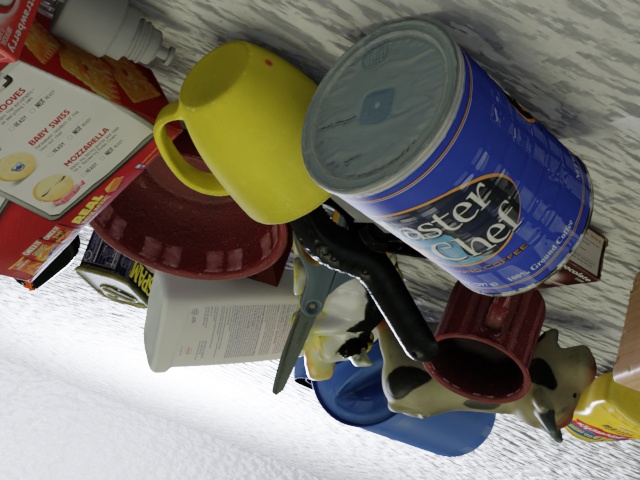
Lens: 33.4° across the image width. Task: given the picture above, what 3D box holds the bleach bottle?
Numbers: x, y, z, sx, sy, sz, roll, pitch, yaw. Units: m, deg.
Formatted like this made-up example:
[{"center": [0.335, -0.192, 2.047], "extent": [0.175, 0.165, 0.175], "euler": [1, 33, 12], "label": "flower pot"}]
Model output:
[{"center": [-0.036, 0.075, 1.020], "extent": [0.250, 0.068, 0.103], "euler": [2, 125, -20], "label": "bleach bottle"}]

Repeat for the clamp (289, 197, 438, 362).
[{"center": [0.037, 0.011, 0.780], "extent": [0.171, 0.120, 0.039], "euler": [28, 135, -13], "label": "clamp"}]

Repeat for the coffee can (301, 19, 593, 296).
[{"center": [0.073, -0.042, 0.594], "extent": [0.103, 0.103, 0.140], "euler": [0, 156, 45], "label": "coffee can"}]

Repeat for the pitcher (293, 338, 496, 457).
[{"center": [0.093, 0.163, 1.172], "extent": [0.149, 0.145, 0.242], "euler": [46, -174, 37], "label": "pitcher"}]

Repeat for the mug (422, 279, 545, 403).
[{"center": [0.142, 0.070, 0.888], "extent": [0.093, 0.081, 0.117], "euler": [19, 143, 11], "label": "mug"}]

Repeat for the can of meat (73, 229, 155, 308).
[{"center": [-0.191, 0.011, 1.051], "extent": [0.057, 0.084, 0.102], "euler": [14, 162, 13], "label": "can of meat"}]

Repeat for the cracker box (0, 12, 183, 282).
[{"center": [-0.216, -0.067, 0.651], "extent": [0.164, 0.072, 0.213], "euler": [-41, 148, 19], "label": "cracker box"}]

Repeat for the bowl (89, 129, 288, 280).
[{"center": [-0.100, -0.036, 0.822], "extent": [0.162, 0.055, 0.162], "euler": [8, 146, 5], "label": "bowl"}]

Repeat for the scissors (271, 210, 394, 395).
[{"center": [0.013, 0.044, 0.866], "extent": [0.096, 0.016, 0.202], "euler": [1, 120, -7], "label": "scissors"}]
